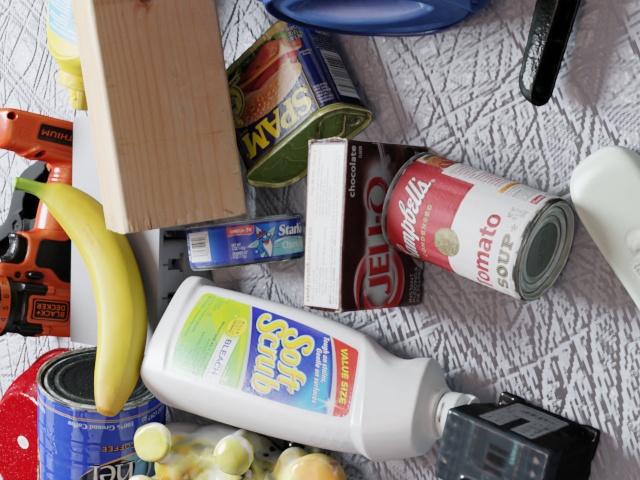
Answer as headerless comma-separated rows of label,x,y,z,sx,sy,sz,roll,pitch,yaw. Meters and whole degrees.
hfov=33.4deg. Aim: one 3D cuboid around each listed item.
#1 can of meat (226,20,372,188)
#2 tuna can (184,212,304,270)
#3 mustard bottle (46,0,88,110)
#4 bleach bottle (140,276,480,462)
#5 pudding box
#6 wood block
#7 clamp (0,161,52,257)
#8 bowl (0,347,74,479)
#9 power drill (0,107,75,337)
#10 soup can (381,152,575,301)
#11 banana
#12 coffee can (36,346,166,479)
can of meat,-0.023,-0.100,0.775,0.102,0.057,0.084,-36,67,33
tuna can,-0.055,0.001,0.784,0.086,0.085,0.034,-6,91,39
mustard bottle,-0.181,-0.196,0.853,0.096,0.058,0.192,33,120,38
bleach bottle,-0.004,0.093,0.753,0.251,0.068,0.102,8,60,32
pudding box,0.031,-0.010,0.712,0.039,0.089,0.113,1,92,39
wood block,-0.119,-0.114,0.763,0.090,0.090,0.206,-172,73,-71
clamp,-0.263,-0.001,0.981,0.120,0.039,0.172,50,119,25
bowl,-0.248,0.179,0.964,0.162,0.055,0.162,1,92,38
power drill,-0.252,-0.012,0.892,0.057,0.184,0.187,5,86,49
soup can,0.099,-0.009,0.672,0.102,0.068,0.068,23,105,36
banana,-0.169,0.034,0.812,0.198,0.069,0.037,65,160,14
coffee can,-0.176,0.170,0.859,0.103,0.102,0.140,22,116,36
